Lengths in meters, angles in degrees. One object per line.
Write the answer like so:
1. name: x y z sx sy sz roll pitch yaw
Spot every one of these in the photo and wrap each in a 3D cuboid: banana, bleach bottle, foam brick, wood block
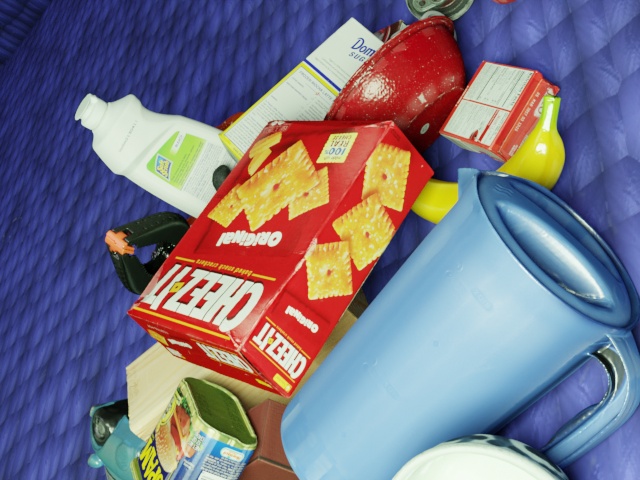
1. banana: 0.127 -0.044 0.828 0.198 0.037 0.069 -28 59 54
2. bleach bottle: -0.129 -0.082 1.087 0.068 0.250 0.102 8 71 62
3. foam brick: -0.026 0.164 0.822 0.053 0.078 0.051 -37 36 44
4. wood block: -0.061 0.099 0.921 0.206 0.090 0.090 -38 32 13

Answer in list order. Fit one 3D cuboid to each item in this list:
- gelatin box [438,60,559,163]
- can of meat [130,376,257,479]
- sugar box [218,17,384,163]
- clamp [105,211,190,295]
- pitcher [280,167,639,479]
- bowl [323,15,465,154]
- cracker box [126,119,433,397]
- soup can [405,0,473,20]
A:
1. gelatin box: 0.146 -0.106 0.875 0.073 0.030 0.089 -59 27 1
2. can of meat: -0.094 0.161 0.801 0.084 0.057 0.102 -61 23 8
3. sugar box: -0.001 -0.121 1.008 0.176 0.048 0.093 -40 60 -7
4. clamp: -0.160 0.028 1.137 0.036 0.209 0.165 33 102 27
5. pitcher: 0.086 0.086 0.701 0.243 0.145 0.149 -50 16 29
6. bowl: 0.074 -0.116 0.928 0.055 0.161 0.162 47 112 17
7. cracker box: -0.034 0.002 0.839 0.164 0.072 0.213 9 59 51
8. soup can: 0.111 -0.268 1.054 0.069 0.068 0.102 -45 30 29
